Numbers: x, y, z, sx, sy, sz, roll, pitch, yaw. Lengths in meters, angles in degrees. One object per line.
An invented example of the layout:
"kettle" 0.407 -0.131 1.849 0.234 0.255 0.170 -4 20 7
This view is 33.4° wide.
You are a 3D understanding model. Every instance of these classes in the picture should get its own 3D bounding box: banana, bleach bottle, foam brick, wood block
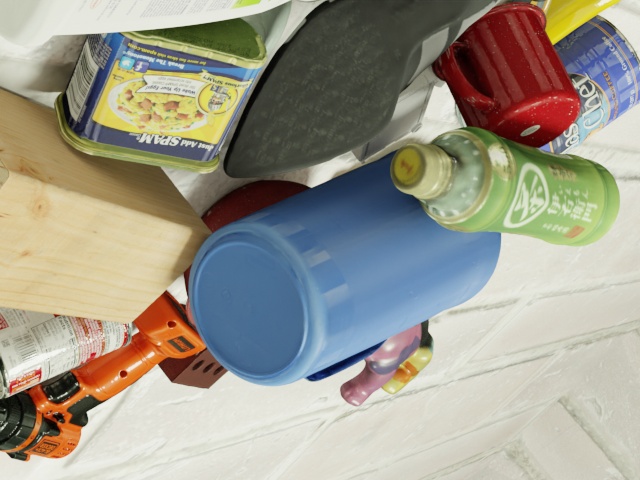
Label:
"banana" 0.201 -0.187 0.918 0.198 0.037 0.069 -35 -168 2
"bleach bottle" -0.058 -0.156 0.572 0.250 0.068 0.103 -13 148 -51
"foam brick" -0.116 0.099 0.986 0.053 0.051 0.078 -42 157 8
"wood block" -0.165 -0.018 0.633 0.090 0.091 0.205 -44 158 12

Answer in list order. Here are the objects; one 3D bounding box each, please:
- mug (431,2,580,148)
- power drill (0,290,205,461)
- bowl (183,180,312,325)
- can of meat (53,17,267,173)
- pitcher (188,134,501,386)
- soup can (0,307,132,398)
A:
"mug" 0.131 -0.115 0.780 0.117 0.081 0.093 6 145 -46
"power drill" -0.196 0.108 0.878 0.187 0.057 0.184 -35 162 -1
"bowl" -0.056 0.001 0.885 0.162 0.055 0.162 -32 157 -16
"can of meat" -0.092 -0.093 0.618 0.101 0.057 0.084 8 131 -30
"pitcher" 0.018 0.025 0.761 0.145 0.149 0.242 -18 -178 37
"soup can" -0.197 0.065 0.773 0.102 0.068 0.069 -23 153 -32
